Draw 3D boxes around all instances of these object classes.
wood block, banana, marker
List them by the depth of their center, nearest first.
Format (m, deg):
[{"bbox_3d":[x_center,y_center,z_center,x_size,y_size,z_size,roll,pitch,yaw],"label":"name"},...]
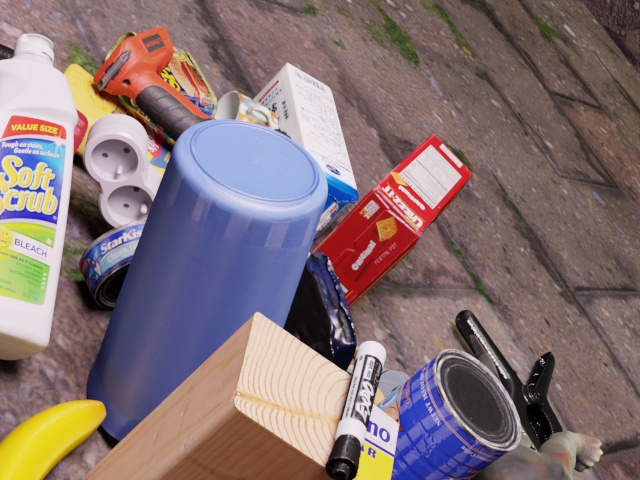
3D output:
[{"bbox_3d":[0.022,0.102,0.646,0.020,0.020,0.121,40,30,-11],"label":"marker"},{"bbox_3d":[-0.075,0.155,0.690,0.090,0.206,0.090,37,31,-17],"label":"wood block"},{"bbox_3d":[-0.192,0.165,0.700,0.069,0.037,0.197,35,29,-19],"label":"banana"}]

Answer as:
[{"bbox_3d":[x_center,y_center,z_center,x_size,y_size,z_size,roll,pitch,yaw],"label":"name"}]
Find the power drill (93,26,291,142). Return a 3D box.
[{"bbox_3d":[-0.113,-0.119,1.020,0.187,0.057,0.184,44,23,-2],"label":"power drill"}]

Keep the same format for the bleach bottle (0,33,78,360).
[{"bbox_3d":[-0.235,-0.044,0.789,0.102,0.068,0.251,23,58,-39],"label":"bleach bottle"}]

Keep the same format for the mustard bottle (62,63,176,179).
[{"bbox_3d":[-0.176,-0.084,1.010,0.191,0.058,0.096,37,20,-16],"label":"mustard bottle"}]

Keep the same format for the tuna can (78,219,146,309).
[{"bbox_3d":[-0.153,0.021,0.881,0.085,0.086,0.034,5,50,-50],"label":"tuna can"}]

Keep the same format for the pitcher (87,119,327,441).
[{"bbox_3d":[-0.081,0.031,0.782,0.144,0.243,0.149,-14,49,-41],"label":"pitcher"}]

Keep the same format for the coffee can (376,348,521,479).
[{"bbox_3d":[0.091,0.177,0.943,0.102,0.140,0.103,32,32,-23],"label":"coffee can"}]

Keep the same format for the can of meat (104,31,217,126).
[{"bbox_3d":[-0.167,-0.164,1.126,0.083,0.058,0.102,5,48,-52],"label":"can of meat"}]

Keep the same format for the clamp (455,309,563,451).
[{"bbox_3d":[0.240,0.185,1.231,0.164,0.036,0.210,21,40,-37],"label":"clamp"}]

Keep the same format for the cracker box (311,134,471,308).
[{"bbox_3d":[0.061,-0.009,1.113,0.072,0.164,0.213,44,29,1],"label":"cracker box"}]
